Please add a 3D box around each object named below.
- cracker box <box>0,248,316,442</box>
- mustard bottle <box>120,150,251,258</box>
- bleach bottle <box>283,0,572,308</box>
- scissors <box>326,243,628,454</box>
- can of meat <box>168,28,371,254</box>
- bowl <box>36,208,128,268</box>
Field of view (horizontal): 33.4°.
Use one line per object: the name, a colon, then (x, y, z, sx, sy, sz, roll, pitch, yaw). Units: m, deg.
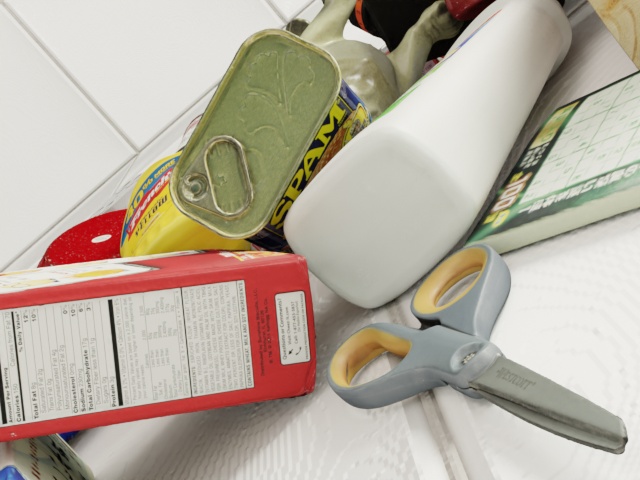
cracker box: (-0.127, 0.050, 0.517, 0.213, 0.072, 0.164, -7, 3, -18)
mustard bottle: (-0.095, -0.014, 0.715, 0.096, 0.058, 0.192, -50, 20, 10)
bleach bottle: (0.076, -0.070, 0.575, 0.103, 0.068, 0.250, -44, 4, 41)
scissors: (0.064, 0.032, 0.380, 0.096, 0.016, 0.202, -47, 14, -22)
can of meat: (-0.021, -0.045, 0.547, 0.102, 0.057, 0.084, -61, -19, 0)
bowl: (-0.156, 0.020, 0.812, 0.162, 0.055, 0.162, -13, 26, 6)
